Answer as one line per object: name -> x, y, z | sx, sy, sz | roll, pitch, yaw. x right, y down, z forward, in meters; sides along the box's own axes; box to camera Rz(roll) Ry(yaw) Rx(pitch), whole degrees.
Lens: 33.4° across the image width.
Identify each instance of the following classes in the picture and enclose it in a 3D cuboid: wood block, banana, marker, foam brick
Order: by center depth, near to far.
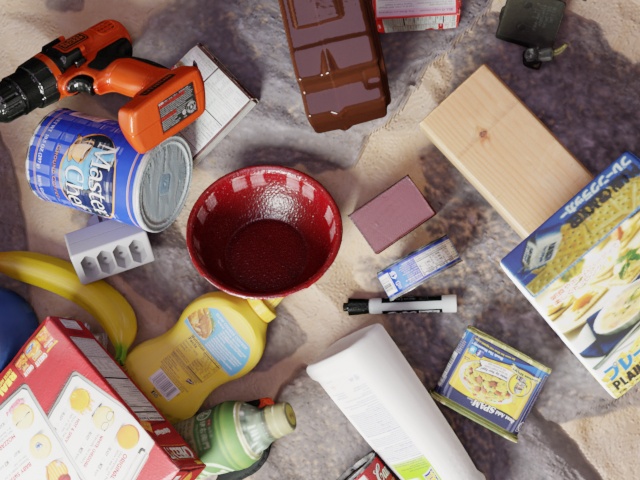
wood block -> 0.204, -0.071, 1.086 | 0.091, 0.090, 0.206 | -43, 86, 6
foam brick -> 0.076, -0.027, 1.120 | 0.078, 0.053, 0.051 | -34, 86, 5
marker -> 0.084, 0.069, 1.136 | 0.121, 0.020, 0.020 | -2, 90, 7
banana -> -0.265, 0.058, 1.156 | 0.198, 0.069, 0.037 | 34, 123, 17

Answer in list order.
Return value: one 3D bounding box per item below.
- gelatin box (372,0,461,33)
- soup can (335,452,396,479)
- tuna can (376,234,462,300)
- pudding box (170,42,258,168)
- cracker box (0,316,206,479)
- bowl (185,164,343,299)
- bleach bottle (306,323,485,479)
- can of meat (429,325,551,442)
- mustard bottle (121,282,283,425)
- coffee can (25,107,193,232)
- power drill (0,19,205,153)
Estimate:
gelatin box -> 0.101, -0.239, 1.106 | 0.089, 0.073, 0.030 | -3, 90, 7
soup can -> 0.062, 0.283, 1.115 | 0.068, 0.068, 0.102 | -40, 86, 5
tuna can -> 0.102, 0.028, 1.101 | 0.086, 0.086, 0.034 | -29, 85, 6
pudding box -> -0.138, -0.143, 1.152 | 0.113, 0.039, 0.090 | -44, 88, 8
cracker box -> -0.242, 0.207, 1.065 | 0.214, 0.072, 0.164 | 44, 99, 20
bowl -> -0.057, 0.001, 1.116 | 0.162, 0.055, 0.162 | 0, 60, 1
bleach bottle -> 0.095, 0.209, 1.106 | 0.068, 0.103, 0.251 | -37, 93, -35
can of meat -> 0.177, 0.147, 1.107 | 0.102, 0.057, 0.084 | 28, 91, 6
mustard bottle -> -0.117, 0.111, 1.139 | 0.192, 0.058, 0.096 | -39, 96, 5
coffee can -> -0.219, -0.075, 1.113 | 0.140, 0.102, 0.103 | 15, 92, 21
power drill -> -0.224, -0.153, 1.082 | 0.188, 0.057, 0.184 | 27, 52, 31
